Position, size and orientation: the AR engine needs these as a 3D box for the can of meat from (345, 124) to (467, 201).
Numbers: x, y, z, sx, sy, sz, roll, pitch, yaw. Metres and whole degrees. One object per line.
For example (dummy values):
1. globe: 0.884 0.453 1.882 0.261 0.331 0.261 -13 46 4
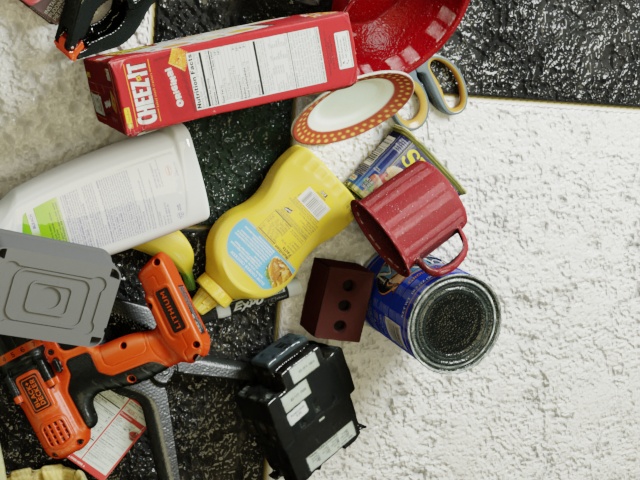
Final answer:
1. can of meat: 0.087 -0.055 1.111 0.084 0.057 0.102 -47 112 -2

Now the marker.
1. marker: -0.077 0.064 1.098 0.121 0.020 0.020 -17 107 -16

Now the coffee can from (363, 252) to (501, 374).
1. coffee can: 0.108 0.067 1.099 0.102 0.140 0.103 -4 103 -19

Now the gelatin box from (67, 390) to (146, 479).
1. gelatin box: -0.220 0.184 1.069 0.073 0.030 0.089 41 84 -22

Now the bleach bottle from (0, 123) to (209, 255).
1. bleach bottle: -0.231 -0.026 0.958 0.250 0.068 0.102 -20 107 -20

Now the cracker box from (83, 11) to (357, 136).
1. cracker box: -0.093 -0.152 0.966 0.213 0.164 0.072 -15 104 -16

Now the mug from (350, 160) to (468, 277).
1. mug: 0.096 -0.016 1.037 0.081 0.117 0.093 -36 154 -9

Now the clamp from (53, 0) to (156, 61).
1. clamp: -0.176 -0.237 0.958 0.171 0.039 0.120 -44 140 -13

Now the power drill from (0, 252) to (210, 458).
1. power drill: -0.211 0.085 0.991 0.187 0.057 0.184 -27 91 2

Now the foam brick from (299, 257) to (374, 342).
1. foam brick: 0.017 0.062 1.114 0.053 0.051 0.078 8 99 -21

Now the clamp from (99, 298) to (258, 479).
1. clamp: -0.152 0.126 1.067 0.164 0.036 0.210 -43 105 -30

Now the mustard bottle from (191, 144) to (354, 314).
1. mustard bottle: -0.057 0.001 1.070 0.191 0.058 0.096 -45 113 -6

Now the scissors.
1. scissors: 0.077 -0.197 1.097 0.096 0.016 0.201 -44 112 -6

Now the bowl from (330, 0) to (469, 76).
1. bowl: 0.066 -0.228 1.026 0.162 0.055 0.162 -26 149 -17

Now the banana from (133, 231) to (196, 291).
1. banana: -0.202 0.000 1.030 0.197 0.037 0.069 14 95 -22
